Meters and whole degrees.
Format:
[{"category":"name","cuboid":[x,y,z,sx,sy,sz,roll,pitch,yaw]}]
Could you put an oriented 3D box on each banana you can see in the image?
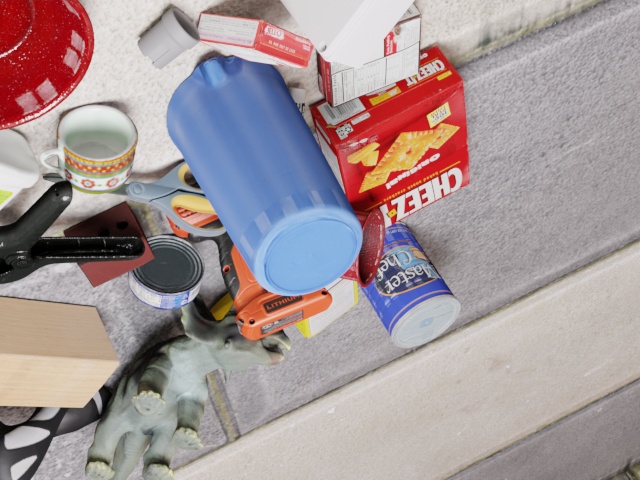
[{"category":"banana","cuboid":[-0.087,0.041,1.353,0.069,0.037,0.198,13,130,-13]}]

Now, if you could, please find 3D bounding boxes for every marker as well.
[{"category":"marker","cuboid":[-0.029,-0.104,1.152,0.020,0.020,0.121,-4,104,-36]}]

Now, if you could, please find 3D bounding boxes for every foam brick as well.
[{"category":"foam brick","cuboid":[-0.229,0.005,1.164,0.078,0.053,0.051,-27,148,-8]}]

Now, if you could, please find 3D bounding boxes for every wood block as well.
[{"category":"wood block","cuboid":[-0.344,0.126,1.199,0.205,0.091,0.090,11,129,-48]}]

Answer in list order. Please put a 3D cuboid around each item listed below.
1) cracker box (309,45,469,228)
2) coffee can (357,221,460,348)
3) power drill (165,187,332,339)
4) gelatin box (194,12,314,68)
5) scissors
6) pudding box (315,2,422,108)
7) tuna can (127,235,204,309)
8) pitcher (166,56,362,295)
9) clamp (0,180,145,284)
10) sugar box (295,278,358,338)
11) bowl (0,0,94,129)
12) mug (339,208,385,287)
[{"category":"cracker box","cuboid":[0.089,-0.107,1.258,0.164,0.072,0.213,-27,149,-6]},{"category":"coffee can","cuboid":[0.110,0.059,1.438,0.102,0.140,0.103,-22,147,-15]},{"category":"power drill","cuboid":[-0.058,0.001,1.179,0.184,0.188,0.057,-24,160,-6]},{"category":"gelatin box","cuboid":[-0.062,-0.189,1.006,0.073,0.089,0.030,12,93,-48]},{"category":"scissors","cuboid":[-0.183,-0.065,1.125,0.201,0.096,0.016,23,148,-19]},{"category":"pudding box","cuboid":[0.051,-0.199,1.132,0.113,0.039,0.090,-22,147,-12]},{"category":"tuna can","cuboid":[-0.177,0.037,1.221,0.086,0.086,0.034,-13,145,-27]},{"category":"pitcher","cuboid":[-0.050,-0.056,1.043,0.149,0.243,0.145,10,125,-36]},{"category":"clamp","cuboid":[-0.299,0.002,1.062,0.210,0.036,0.164,-14,154,5]},{"category":"sugar box","cuboid":[0.002,0.058,1.410,0.093,0.048,0.176,-36,155,-15]},{"category":"bowl","cuboid":[-0.273,-0.167,0.887,0.162,0.055,0.162,-22,147,-15]},{"category":"mug","cuboid":[0.027,0.001,1.252,0.117,0.082,0.093,-14,113,-68]}]
